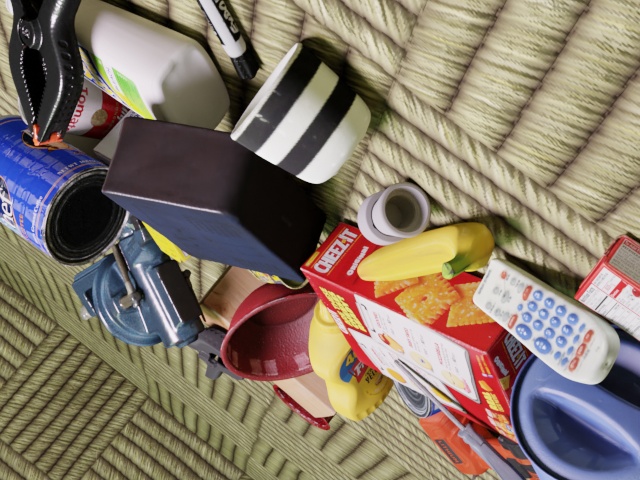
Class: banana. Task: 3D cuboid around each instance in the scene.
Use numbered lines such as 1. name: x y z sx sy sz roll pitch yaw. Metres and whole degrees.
1. banana: 0.089 0.010 0.852 0.198 0.069 0.037 166 92 -73

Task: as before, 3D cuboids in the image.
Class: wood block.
1. wood block: -0.046 0.115 1.300 0.206 0.090 0.090 41 161 -5

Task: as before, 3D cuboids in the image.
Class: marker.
1. marker: -0.077 -0.169 0.819 0.020 0.020 0.121 24 156 38

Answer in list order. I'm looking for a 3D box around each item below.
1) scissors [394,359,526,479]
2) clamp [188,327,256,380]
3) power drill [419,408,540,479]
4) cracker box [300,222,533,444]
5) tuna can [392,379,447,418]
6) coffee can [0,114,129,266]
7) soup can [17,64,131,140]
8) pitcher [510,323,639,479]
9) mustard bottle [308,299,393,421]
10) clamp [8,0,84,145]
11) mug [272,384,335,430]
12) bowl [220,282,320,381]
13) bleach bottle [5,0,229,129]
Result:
1. scissors: 0.143 0.184 0.951 0.201 0.016 0.096 44 180 -3
2. clamp: -0.138 0.128 1.300 0.120 0.039 0.172 41 157 -18
3. power drill: 0.188 0.210 1.131 0.184 0.057 0.188 51 159 -21
4. cracker box: 0.104 0.083 0.979 0.214 0.072 0.164 24 156 40
5. tuna can: 0.105 0.140 1.111 0.086 0.033 0.086 53 155 37
6. coffee can: -0.267 -0.050 1.032 0.140 0.102 0.102 29 159 32
7. soup can: -0.235 -0.136 1.047 0.069 0.068 0.102 25 -168 35
8. pitcher: 0.234 0.169 0.872 0.145 0.149 0.242 12 154 26
9. mustard bottle: 0.031 0.112 1.140 0.058 0.096 0.191 24 156 30
10. clamp: -0.230 -0.183 0.909 0.165 0.036 0.210 16 114 43
11. mug: -0.011 0.182 1.400 0.117 0.081 0.093 33 161 16
12. bowl: -0.038 0.091 1.196 0.162 0.162 0.055 65 -175 -52
13. bleach bottle: -0.199 -0.175 0.972 0.251 0.068 0.102 30 160 33
